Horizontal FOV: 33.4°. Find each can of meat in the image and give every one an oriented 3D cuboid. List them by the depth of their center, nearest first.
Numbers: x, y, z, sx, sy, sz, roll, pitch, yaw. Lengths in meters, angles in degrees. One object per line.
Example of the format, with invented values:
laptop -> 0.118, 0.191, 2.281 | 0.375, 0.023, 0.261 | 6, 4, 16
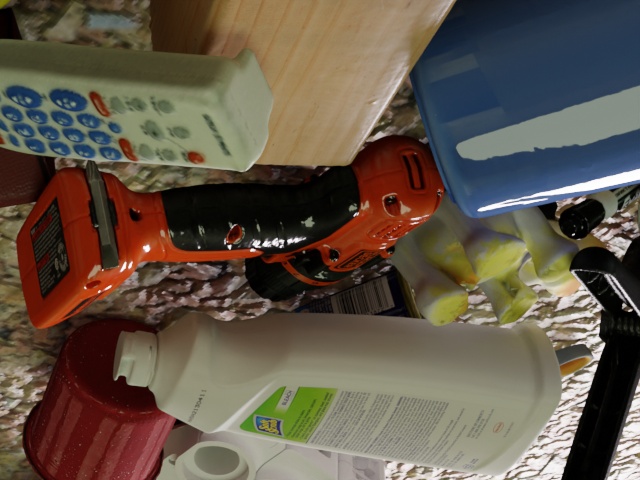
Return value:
can of meat -> 0.035, 0.070, 0.712 | 0.084, 0.057, 0.102 | -21, 141, 9

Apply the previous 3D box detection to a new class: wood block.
wood block -> -0.002, -0.120, 0.405 | 0.090, 0.091, 0.206 | 1, 153, -19

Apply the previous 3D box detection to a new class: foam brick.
foam brick -> -0.157, -0.059, 0.494 | 0.051, 0.053, 0.078 | -12, 140, -6

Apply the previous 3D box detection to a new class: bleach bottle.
bleach bottle -> 0.007, 0.080, 0.628 | 0.250, 0.068, 0.103 | 11, 131, -16

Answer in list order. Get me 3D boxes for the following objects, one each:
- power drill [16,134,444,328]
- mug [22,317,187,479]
power drill -> -0.054, 0.001, 0.546 | 0.187, 0.057, 0.185 | -8, 164, -29
mug -> -0.121, 0.103, 0.674 | 0.117, 0.093, 0.082 | 1, 134, -32
